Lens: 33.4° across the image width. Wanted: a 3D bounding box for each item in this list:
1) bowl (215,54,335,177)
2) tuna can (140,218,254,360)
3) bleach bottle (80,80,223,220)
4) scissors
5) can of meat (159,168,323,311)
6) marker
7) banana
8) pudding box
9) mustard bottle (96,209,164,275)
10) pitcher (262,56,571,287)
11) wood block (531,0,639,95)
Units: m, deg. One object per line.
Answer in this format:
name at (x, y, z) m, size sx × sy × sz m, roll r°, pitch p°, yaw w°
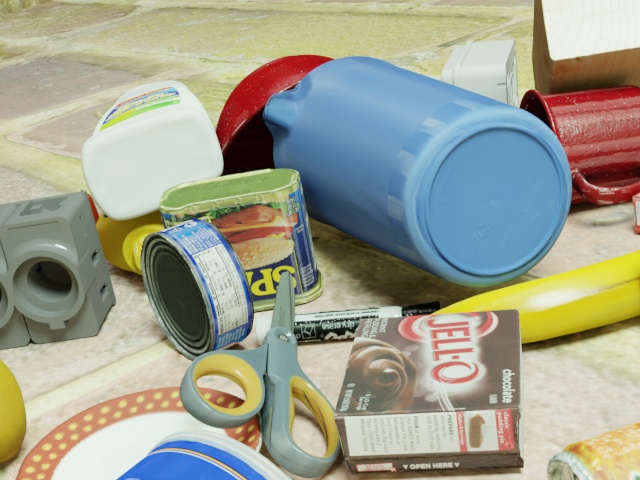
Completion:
bowl at (-0.028, -0.100, 0.879) m, size 0.161 × 0.162 × 0.055 m, roll -22°, pitch 64°, yaw -25°
tuna can at (-0.078, 0.030, 0.672) m, size 0.033 × 0.086 × 0.086 m, roll -23°, pitch 24°, yaw -30°
bleach bottle at (-0.143, -0.088, 0.874) m, size 0.102 × 0.068 × 0.251 m, roll -21°, pitch 19°, yaw -6°
scissors at (-0.039, 0.058, 0.597) m, size 0.096 × 0.016 × 0.202 m, roll 19°, pitch 23°, yaw -23°
can of meat at (-0.055, 0.001, 0.737) m, size 0.102 × 0.084 × 0.057 m, roll -9°, pitch 21°, yaw 4°
marker at (0.020, 0.052, 0.662) m, size 0.121 × 0.020 × 0.020 m, roll -6°, pitch 22°, yaw 13°
banana at (0.158, 0.032, 0.628) m, size 0.197 × 0.037 × 0.070 m, roll -15°, pitch -2°, yaw -16°
pudding box at (0.060, 0.075, 0.555) m, size 0.090 × 0.039 × 0.113 m, roll -6°, pitch 22°, yaw 12°
mustard bottle at (-0.130, -0.018, 0.858) m, size 0.096 × 0.058 × 0.191 m, roll -12°, pitch 22°, yaw 1°
pitcher at (0.072, -0.046, 0.720) m, size 0.149 × 0.145 × 0.243 m, roll -24°, pitch 20°, yaw -12°
wood block at (0.218, -0.152, 0.844) m, size 0.091 × 0.090 × 0.206 m, roll -7°, pitch -13°, yaw 9°
